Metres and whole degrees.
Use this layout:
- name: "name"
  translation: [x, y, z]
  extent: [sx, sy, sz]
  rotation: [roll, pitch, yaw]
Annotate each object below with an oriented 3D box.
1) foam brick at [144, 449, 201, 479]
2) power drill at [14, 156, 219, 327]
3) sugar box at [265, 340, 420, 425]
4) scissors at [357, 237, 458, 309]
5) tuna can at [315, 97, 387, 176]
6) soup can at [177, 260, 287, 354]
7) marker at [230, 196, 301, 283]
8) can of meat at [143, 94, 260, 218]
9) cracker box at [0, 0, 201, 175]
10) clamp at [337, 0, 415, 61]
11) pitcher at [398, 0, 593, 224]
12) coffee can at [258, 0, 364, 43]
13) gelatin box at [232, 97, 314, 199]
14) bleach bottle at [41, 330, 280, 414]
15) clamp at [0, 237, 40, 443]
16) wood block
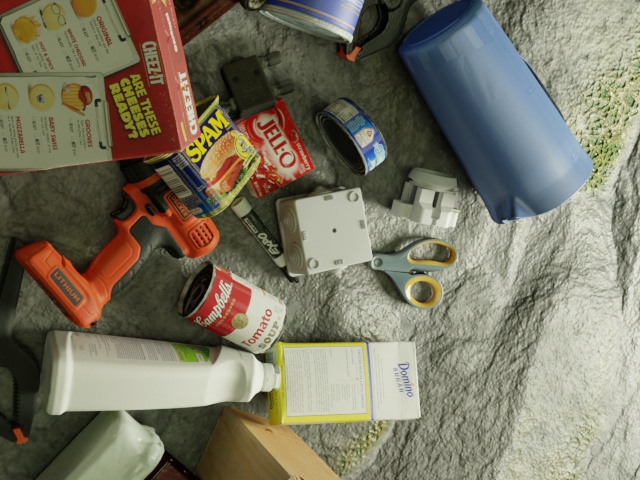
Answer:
- name: "foam brick"
  translation: [-0.167, 0.276, 1.189]
  extent: [0.051, 0.053, 0.078]
  rotation: [-47, 115, -7]
- name: "power drill"
  translation: [-0.215, -0.017, 1.090]
  extent: [0.187, 0.057, 0.184]
  rotation: [-41, 113, -17]
- name: "sugar box"
  translation: [0.026, 0.164, 1.234]
  extent: [0.176, 0.048, 0.093]
  rotation: [3, 77, -25]
- name: "scissors"
  translation: [0.071, 0.042, 1.254]
  extent: [0.201, 0.016, 0.096]
  rotation: [-7, 104, -20]
- name: "tuna can"
  translation: [0.034, -0.114, 1.166]
  extent: [0.033, 0.086, 0.086]
  rotation: [-38, 113, -13]
- name: "soup can"
  translation: [-0.095, 0.075, 1.166]
  extent: [0.102, 0.069, 0.068]
  rotation: [30, 89, -26]
- name: "marker"
  translation: [-0.058, 0.001, 1.191]
  extent: [0.020, 0.020, 0.121]
  rotation: [-41, 113, -9]
- name: "can of meat"
  translation: [-0.117, -0.083, 1.086]
  extent: [0.084, 0.058, 0.102]
  rotation: [52, 49, -22]
- name: "cracker box"
  translation: [-0.234, -0.155, 1.002]
  extent: [0.214, 0.072, 0.164]
  rotation: [-6, 107, 15]
- name: "clamp"
  translation: [0.081, -0.269, 1.177]
  extent: [0.120, 0.039, 0.171]
  rotation: [23, 99, -20]
- name: "pitcher"
  translation: [0.198, -0.153, 1.212]
  extent: [0.145, 0.149, 0.242]
  rotation: [-34, 110, 4]
- name: "coffee can"
  translation: [0.006, -0.288, 1.106]
  extent: [0.102, 0.103, 0.140]
  rotation: [17, 95, -25]
- name: "gelatin box"
  translation: [-0.058, -0.101, 1.162]
  extent: [0.073, 0.030, 0.089]
  rotation: [-30, 111, -14]
- name: "bleach bottle"
  translation: [-0.163, 0.143, 1.130]
  extent: [0.250, 0.103, 0.068]
  rotation: [6, 107, -20]
- name: "clamp"
  translation: [-0.338, 0.110, 1.091]
  extent: [0.164, 0.036, 0.210]
  rotation: [-32, 112, -16]
- name: "wood block"
  translation: [-0.051, 0.264, 1.149]
  extent: [0.090, 0.206, 0.090]
  rotation: [23, 92, -25]
